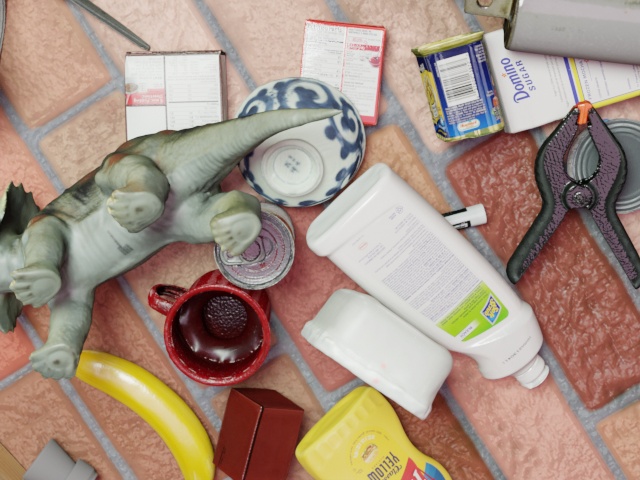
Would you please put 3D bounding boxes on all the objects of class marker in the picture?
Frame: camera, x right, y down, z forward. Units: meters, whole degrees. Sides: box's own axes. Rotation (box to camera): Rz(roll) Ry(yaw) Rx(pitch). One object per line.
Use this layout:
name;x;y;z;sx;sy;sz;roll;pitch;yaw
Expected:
marker;0.092;-0.010;0.982;0.121;0.020;0.020;-14;97;2

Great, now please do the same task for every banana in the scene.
banana;-0.157;0.167;0.995;0.069;0.037;0.198;-37;96;4

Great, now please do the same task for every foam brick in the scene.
foam brick;-0.058;0.180;0.981;0.051;0.053;0.078;8;100;-39

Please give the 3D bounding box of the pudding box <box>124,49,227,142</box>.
pudding box;-0.129;-0.113;0.957;0.090;0.039;0.113;-1;100;0

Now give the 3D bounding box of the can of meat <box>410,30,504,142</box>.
can of meat;0.119;-0.133;0.925;0.057;0.102;0.084;-15;100;2

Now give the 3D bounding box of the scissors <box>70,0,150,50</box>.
scissors;-0.242;-0.222;0.920;0.201;0.096;0.016;40;116;-3

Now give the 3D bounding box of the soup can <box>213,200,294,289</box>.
soup can;-0.056;0.001;0.940;0.068;0.102;0.068;0;98;-1

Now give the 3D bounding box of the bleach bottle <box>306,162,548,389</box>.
bleach bottle;0.109;0.049;0.958;0.103;0.068;0.250;-43;107;10

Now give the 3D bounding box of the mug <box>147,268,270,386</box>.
mug;-0.099;0.068;0.956;0.117;0.081;0.093;21;104;-2

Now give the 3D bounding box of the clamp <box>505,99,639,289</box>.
clamp;0.217;-0.034;0.938;0.120;0.039;0.171;-8;99;6

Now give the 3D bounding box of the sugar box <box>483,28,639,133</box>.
sugar box;0.239;-0.163;0.950;0.176;0.048;0.093;-15;96;5

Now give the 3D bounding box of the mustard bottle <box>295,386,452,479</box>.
mustard bottle;0.071;0.235;0.992;0.096;0.058;0.191;-43;98;-19

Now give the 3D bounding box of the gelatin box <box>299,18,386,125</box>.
gelatin box;0.018;-0.151;0.957;0.073;0.030;0.089;6;98;0
